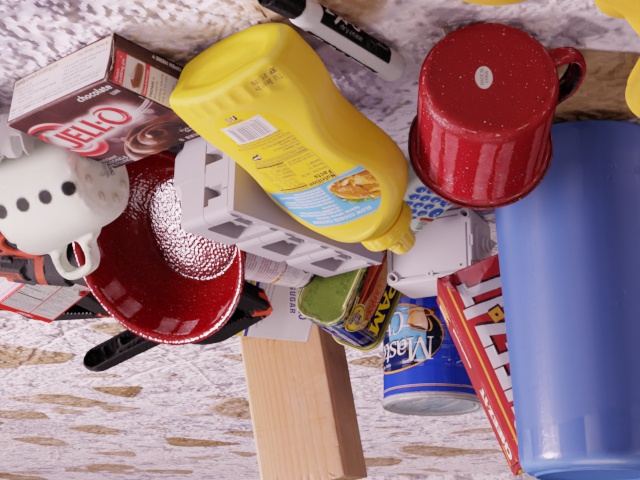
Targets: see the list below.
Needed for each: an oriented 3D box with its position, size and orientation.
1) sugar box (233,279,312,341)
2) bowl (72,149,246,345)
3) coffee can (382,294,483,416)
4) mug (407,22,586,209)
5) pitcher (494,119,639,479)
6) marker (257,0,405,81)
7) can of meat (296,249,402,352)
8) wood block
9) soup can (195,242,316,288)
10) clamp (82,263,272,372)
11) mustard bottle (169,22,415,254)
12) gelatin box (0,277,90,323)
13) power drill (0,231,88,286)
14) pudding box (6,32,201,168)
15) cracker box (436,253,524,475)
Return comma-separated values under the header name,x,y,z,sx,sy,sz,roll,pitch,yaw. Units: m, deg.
name,x,y,z,sx,sy,sz,roll,pitch,yaw
sugar box,-0.088,0.039,0.993,0.176,0.093,0.048,6,-155,-19
bowl,-0.116,-0.002,0.839,0.162,0.162,0.055,-11,-168,31
coffee can,0.113,0.100,1.080,0.103,0.140,0.103,1,161,0
mug,0.111,-0.082,0.650,0.117,0.093,0.081,-25,157,-6
pitcher,0.202,0.047,0.765,0.149,0.243,0.144,-9,159,26
marker,0.007,-0.123,0.624,0.020,0.020,0.120,-15,155,38
can of meat,0.031,0.041,0.974,0.058,0.102,0.083,18,169,32
wood block,-0.021,0.149,1.102,0.091,0.206,0.090,-14,164,14
soup can,-0.056,0.001,0.914,0.102,0.068,0.069,11,158,-29
clamp,-0.130,0.070,0.943,0.171,0.039,0.120,4,135,-25
mustard bottle,0.000,-0.051,0.681,0.096,0.058,0.191,-16,134,38
gelatin box,-0.265,0.039,1.045,0.089,0.030,0.073,-37,147,18
power drill,-0.260,-0.009,0.884,0.184,0.057,0.187,6,160,9
pudding box,-0.136,-0.088,0.700,0.114,0.039,0.089,-16,154,40
cracker box,0.221,0.069,0.854,0.213,0.164,0.072,-22,157,-1
